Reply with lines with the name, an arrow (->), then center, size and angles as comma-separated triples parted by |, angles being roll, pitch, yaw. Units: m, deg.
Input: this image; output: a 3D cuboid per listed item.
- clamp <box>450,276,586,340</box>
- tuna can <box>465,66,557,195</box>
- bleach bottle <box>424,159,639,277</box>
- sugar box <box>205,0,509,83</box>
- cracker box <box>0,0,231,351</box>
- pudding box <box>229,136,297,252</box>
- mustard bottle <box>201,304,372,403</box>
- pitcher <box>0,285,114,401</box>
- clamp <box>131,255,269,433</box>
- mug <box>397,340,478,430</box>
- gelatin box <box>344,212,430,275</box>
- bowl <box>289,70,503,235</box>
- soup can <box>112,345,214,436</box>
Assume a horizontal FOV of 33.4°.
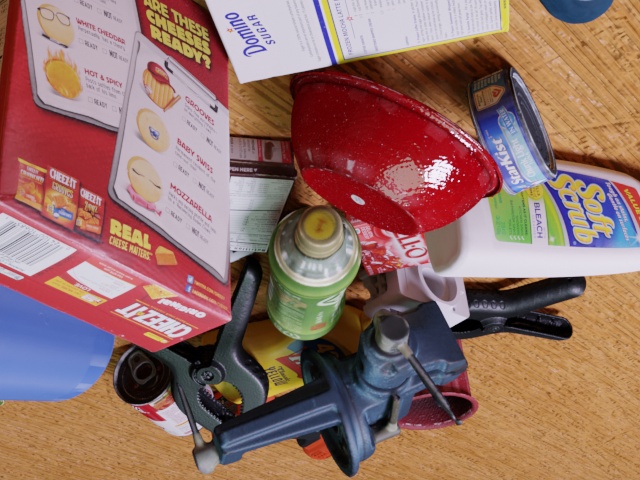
clamp -> 0.174, 0.074, 1.044 | 0.171, 0.039, 0.120 | -7, 145, 12
tuna can -> 0.134, -0.077, 0.746 | 0.034, 0.086, 0.086 | -22, 145, 21
bleach bottle -> 0.206, -0.022, 0.854 | 0.250, 0.102, 0.068 | -1, 163, -21
sugar box -> 0.023, -0.153, 0.643 | 0.176, 0.048, 0.093 | -7, 149, 8
cracker box -> -0.127, -0.065, 0.597 | 0.072, 0.213, 0.164 | -24, 144, 29
pudding box -> -0.073, -0.034, 0.825 | 0.090, 0.039, 0.114 | 3, 149, -15
mustard bottle -> -0.013, 0.104, 1.040 | 0.192, 0.058, 0.096 | -16, 137, 15
pitcher -> -0.262, 0.047, 0.794 | 0.149, 0.145, 0.242 | -57, 154, 2
clamp -> -0.096, 0.108, 0.990 | 0.165, 0.036, 0.210 | -19, 119, 16
mug -> 0.118, 0.143, 1.104 | 0.093, 0.081, 0.117 | -31, 141, 34
gelatin box -> 0.064, -0.008, 0.899 | 0.073, 0.030, 0.089 | -12, 148, 10
bowl -> 0.039, -0.049, 0.725 | 0.162, 0.055, 0.162 | 27, 168, 6
soup can -> -0.157, 0.152, 1.083 | 0.068, 0.068, 0.102 | -14, 148, 13
